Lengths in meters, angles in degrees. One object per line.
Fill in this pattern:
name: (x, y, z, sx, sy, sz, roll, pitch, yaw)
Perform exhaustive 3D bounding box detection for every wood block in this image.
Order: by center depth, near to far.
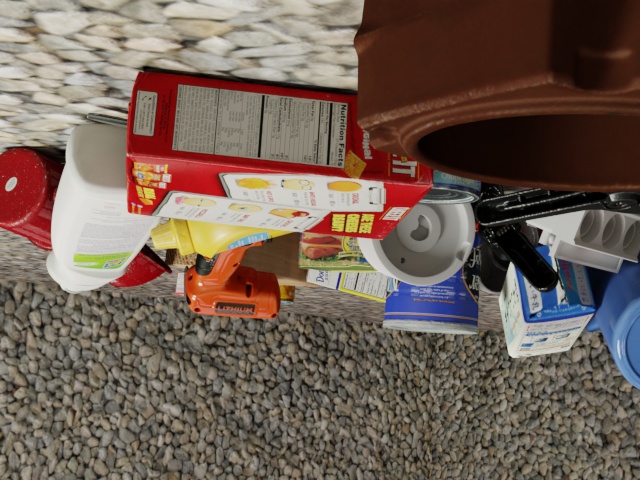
wood block: (-0.083, -0.001, 1.256, 0.091, 0.090, 0.205, 1, 172, 28)

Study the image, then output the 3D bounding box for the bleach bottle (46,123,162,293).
bleach bottle: (-0.209, -0.014, 0.985, 0.102, 0.068, 0.251, 2, 153, -26)

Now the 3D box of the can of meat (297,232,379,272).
can of meat: (0.025, -0.010, 1.146, 0.102, 0.084, 0.057, -1, 172, 36)

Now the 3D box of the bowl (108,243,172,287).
bowl: (-0.243, 0.003, 1.191, 0.162, 0.055, 0.162, 40, 177, 2)

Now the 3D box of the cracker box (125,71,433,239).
cracker box: (-0.037, -0.060, 0.803, 0.213, 0.072, 0.164, 5, 166, -8)

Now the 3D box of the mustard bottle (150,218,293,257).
mustard bottle: (-0.055, -0.025, 0.941, 0.191, 0.058, 0.096, -15, -176, -4)

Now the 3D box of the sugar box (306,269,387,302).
sugar box: (0.081, 0.052, 1.279, 0.176, 0.048, 0.093, 11, -178, 24)

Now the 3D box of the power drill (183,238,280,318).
power drill: (-0.057, 0.001, 1.073, 0.184, 0.057, 0.188, 7, 136, -13)

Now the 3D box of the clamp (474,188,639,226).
clamp: (0.241, -0.049, 0.871, 0.210, 0.036, 0.164, -2, 164, 0)

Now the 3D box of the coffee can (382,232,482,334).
coffee can: (0.123, 0.028, 1.157, 0.103, 0.140, 0.103, 4, 173, 0)

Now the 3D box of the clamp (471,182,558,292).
clamp: (0.180, -0.004, 1.034, 0.039, 0.120, 0.171, -27, 179, 3)

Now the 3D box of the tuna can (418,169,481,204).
tuna can: (0.100, -0.055, 0.944, 0.086, 0.034, 0.086, 4, 173, 0)

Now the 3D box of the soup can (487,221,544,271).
soup can: (0.247, 0.007, 1.213, 0.102, 0.068, 0.069, 11, 170, -44)

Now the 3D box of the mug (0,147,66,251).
mug: (-0.270, -0.041, 1.051, 0.117, 0.093, 0.081, 9, 170, 23)
